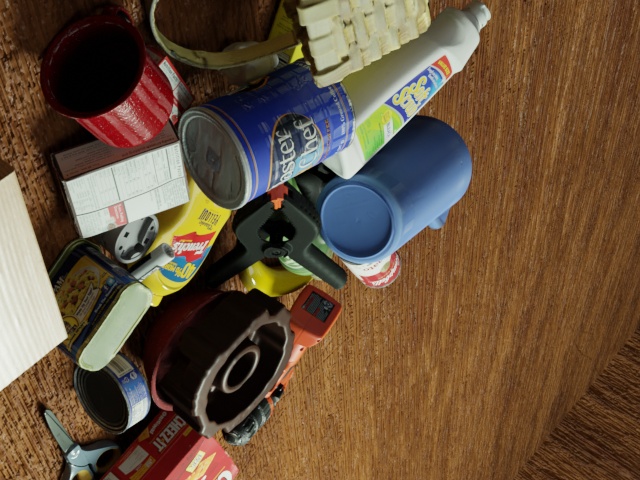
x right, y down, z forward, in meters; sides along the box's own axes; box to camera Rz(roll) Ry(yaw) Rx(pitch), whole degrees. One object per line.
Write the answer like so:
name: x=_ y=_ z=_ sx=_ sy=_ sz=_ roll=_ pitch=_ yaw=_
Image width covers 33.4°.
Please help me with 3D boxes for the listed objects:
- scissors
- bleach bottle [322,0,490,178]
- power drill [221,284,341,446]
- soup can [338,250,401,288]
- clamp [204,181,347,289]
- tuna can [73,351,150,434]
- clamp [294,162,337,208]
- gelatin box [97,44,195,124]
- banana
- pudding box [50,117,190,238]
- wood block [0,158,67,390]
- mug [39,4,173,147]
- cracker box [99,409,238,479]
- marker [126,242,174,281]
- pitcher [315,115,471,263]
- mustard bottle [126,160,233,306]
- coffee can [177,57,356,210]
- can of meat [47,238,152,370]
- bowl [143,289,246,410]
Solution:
scissors: x=-0.267 y=0.229 z=1.207 sx=0.096 sy=0.016 sz=0.202 roll=-37 pitch=148 yaw=-37
bleach bottle: x=0.092 y=-0.183 z=1.175 sx=0.250 sy=0.068 sz=0.102 roll=-43 pitch=152 yaw=-13
power drill: x=-0.053 y=0.158 z=1.361 sx=0.188 sy=0.057 sz=0.184 roll=-56 pitch=-179 yaw=31
soup can: x=0.066 y=0.018 z=1.474 sx=0.068 sy=0.069 sz=0.102 roll=-54 pitch=152 yaw=-6
clamp: x=-0.058 y=0.001 z=1.164 sx=0.210 sy=0.164 sz=0.036 roll=81 pitch=6 yaw=-59
tuna can: x=-0.220 y=0.159 z=1.130 sx=0.033 sy=0.086 sz=0.086 roll=-31 pitch=143 yaw=-44
clamp: x=0.005 y=-0.085 z=1.293 sx=0.120 sy=0.039 sz=0.171 roll=-43 pitch=154 yaw=-16
gelatin box: x=-0.163 y=-0.124 z=0.978 sx=0.089 sy=0.030 sz=0.073 roll=-51 pitch=152 yaw=-9
banana: x=-0.053 y=0.039 z=1.332 sx=0.070 sy=0.037 sz=0.197 roll=-60 pitch=153 yaw=7
pudding box: x=-0.178 y=-0.056 z=0.967 sx=0.113 sy=0.039 sz=0.090 roll=-22 pitch=147 yaw=-15
wood block: x=-0.285 y=0.021 z=0.865 sx=0.090 sy=0.090 sz=0.206 roll=-41 pitch=149 yaw=-29
mug: x=-0.173 y=-0.140 z=0.896 sx=0.081 sy=0.093 sz=0.117 roll=51 pitch=38 yaw=-67
cracker box: x=-0.193 y=0.308 z=1.335 sx=0.164 sy=0.072 sz=0.213 roll=-49 pitch=158 yaw=-15
marker: x=-0.194 y=0.041 z=1.061 sx=0.121 sy=0.020 sz=0.020 roll=-34 pitch=161 yaw=23
pitcher: x=0.083 y=-0.071 z=1.289 sx=0.145 sy=0.149 sz=0.242 roll=-63 pitch=168 yaw=29
mustard bottle: x=-0.148 y=-0.006 z=1.100 sx=0.191 sy=0.058 sz=0.096 roll=-58 pitch=152 yaw=4
coffee can: x=-0.051 y=-0.104 z=1.025 sx=0.140 sy=0.103 sz=0.103 roll=-31 pitch=144 yaw=-32
can of meat: x=-0.222 y=0.063 z=1.022 sx=0.102 sy=0.084 sz=0.057 roll=-56 pitch=153 yaw=-3
bowl: x=-0.151 y=0.114 z=1.229 sx=0.161 sy=0.055 sz=0.162 roll=-40 pitch=149 yaw=-31
